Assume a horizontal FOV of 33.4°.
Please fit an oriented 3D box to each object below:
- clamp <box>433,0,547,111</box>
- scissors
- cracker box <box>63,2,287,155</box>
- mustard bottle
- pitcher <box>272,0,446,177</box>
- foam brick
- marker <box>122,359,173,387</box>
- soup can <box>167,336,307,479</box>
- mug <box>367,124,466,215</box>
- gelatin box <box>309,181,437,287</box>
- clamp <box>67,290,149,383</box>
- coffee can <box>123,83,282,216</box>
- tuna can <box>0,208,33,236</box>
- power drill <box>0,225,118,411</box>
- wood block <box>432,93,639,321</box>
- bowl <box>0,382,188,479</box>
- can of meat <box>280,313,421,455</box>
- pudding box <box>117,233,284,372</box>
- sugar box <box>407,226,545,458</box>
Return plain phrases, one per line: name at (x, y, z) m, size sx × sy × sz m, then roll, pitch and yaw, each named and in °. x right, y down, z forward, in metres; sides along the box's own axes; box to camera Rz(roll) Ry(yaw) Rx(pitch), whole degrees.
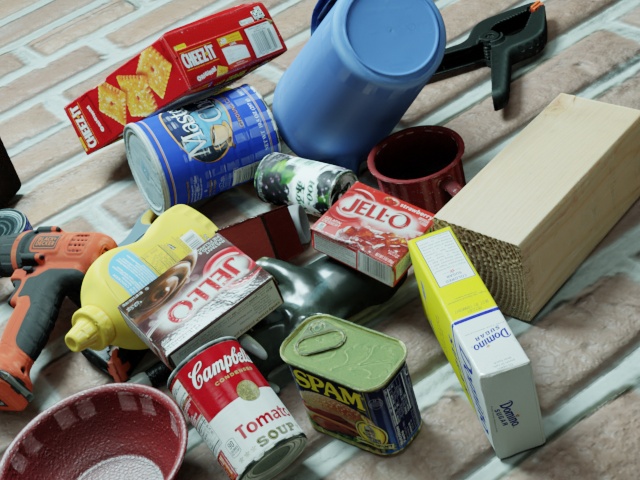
clamp at (0.189, -0.221, 1.242) m, size 0.165 × 0.036 × 0.209 m, roll 16°, pitch 46°, yaw 36°
scissors at (-0.216, 0.004, 1.138) m, size 0.201 × 0.016 × 0.096 m, roll -17°, pitch 35°, yaw -1°
cracker box at (-0.167, -0.185, 1.209) m, size 0.214 × 0.072 × 0.163 m, roll -21°, pitch 9°, yaw 46°
mustard bottle at (-0.160, 0.045, 0.977) m, size 0.191 × 0.096 × 0.058 m, roll -40°, pitch -3°, yaw -46°
pitcher at (0.035, -0.173, 1.056) m, size 0.145 × 0.149 × 0.243 m, roll -53°, pitch 3°, yaw -17°
foam brick at (-0.057, 0.001, 1.014) m, size 0.053 × 0.051 × 0.078 m, roll -20°, pitch 3°, yaw 17°
marker at (-0.181, 0.140, 0.950) m, size 0.121 × 0.020 × 0.020 m, roll -30°, pitch 39°, yaw -16°
soup can at (-0.065, 0.136, 0.839) m, size 0.068 × 0.068 × 0.102 m, roll -31°, pitch 66°, yaw -18°
mug at (0.106, -0.047, 1.019) m, size 0.093 × 0.081 × 0.117 m, roll -33°, pitch 39°, yaw -19°
gelatin box at (0.047, -0.008, 0.932) m, size 0.089 × 0.030 × 0.073 m, roll 26°, pitch 53°, yaw 27°
clamp at (-0.188, 0.064, 1.034) m, size 0.120 × 0.039 × 0.171 m, roll -25°, pitch 42°, yaw -3°
coffee can at (-0.126, -0.098, 1.144) m, size 0.140 × 0.103 × 0.103 m, roll -23°, pitch 37°, yaw -21°
tuna can at (-0.359, 0.003, 1.182) m, size 0.086 × 0.034 × 0.086 m, roll -11°, pitch 37°, yaw 8°
power drill at (-0.298, 0.068, 1.024) m, size 0.185 × 0.057 × 0.187 m, roll -2°, pitch 52°, yaw 35°
wood block at (0.202, -0.034, 0.958) m, size 0.091 × 0.090 × 0.205 m, roll 20°, pitch 50°, yaw 39°
bowl at (-0.176, 0.190, 0.854) m, size 0.162 × 0.055 × 0.162 m, roll -11°, pitch 37°, yaw 9°
can of meat at (0.026, 0.115, 0.844) m, size 0.102 × 0.084 × 0.057 m, roll 16°, pitch 49°, yaw 36°
pudding box at (-0.101, 0.054, 0.899) m, size 0.113 × 0.039 × 0.090 m, roll -39°, pitch 42°, yaw -15°
sugar box at (0.120, 0.077, 0.847) m, size 0.048 × 0.093 × 0.176 m, roll -18°, pitch 37°, yaw 0°
